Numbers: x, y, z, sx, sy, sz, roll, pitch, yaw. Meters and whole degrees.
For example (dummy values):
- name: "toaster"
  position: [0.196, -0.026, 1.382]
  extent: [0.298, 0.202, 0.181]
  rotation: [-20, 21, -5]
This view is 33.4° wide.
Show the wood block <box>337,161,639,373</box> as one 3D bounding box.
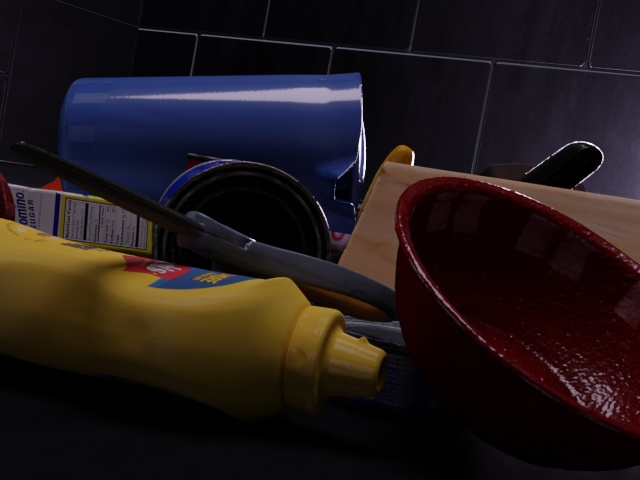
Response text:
- name: "wood block"
  position: [0.123, 0.030, 0.568]
  extent: [0.206, 0.090, 0.090]
  rotation: [12, -23, 33]

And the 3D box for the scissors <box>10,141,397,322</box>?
- name: "scissors"
  position: [-0.054, 0.001, 0.456]
  extent: [0.201, 0.016, 0.096]
  rotation: [23, -15, -33]

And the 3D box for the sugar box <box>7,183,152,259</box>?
- name: "sugar box"
  position: [-0.173, -0.005, 0.809]
  extent: [0.175, 0.048, 0.094]
  rotation: [5, -10, -33]

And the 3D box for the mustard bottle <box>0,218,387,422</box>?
- name: "mustard bottle"
  position: [-0.067, 0.034, 0.430]
  extent: [0.192, 0.058, 0.096]
  rotation: [11, -2, 17]

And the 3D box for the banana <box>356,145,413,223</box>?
- name: "banana"
  position: [0.051, -0.001, 0.930]
  extent: [0.037, 0.069, 0.198]
  rotation: [23, -31, 15]

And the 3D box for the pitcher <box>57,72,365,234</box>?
- name: "pitcher"
  position: [-0.084, -0.079, 0.886]
  extent: [0.243, 0.145, 0.149]
  rotation: [2, -19, -1]

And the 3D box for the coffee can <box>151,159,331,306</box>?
- name: "coffee can"
  position: [-0.054, 0.001, 0.670]
  extent: [0.102, 0.103, 0.140]
  rotation: [10, 3, -9]

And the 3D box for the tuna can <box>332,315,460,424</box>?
- name: "tuna can"
  position: [0.039, 0.060, 0.508]
  extent: [0.086, 0.034, 0.086]
  rotation: [10, 3, -1]

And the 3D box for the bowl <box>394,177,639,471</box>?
- name: "bowl"
  position: [0.090, 0.042, 0.445]
  extent: [0.162, 0.055, 0.162]
  rotation: [23, 29, -14]
